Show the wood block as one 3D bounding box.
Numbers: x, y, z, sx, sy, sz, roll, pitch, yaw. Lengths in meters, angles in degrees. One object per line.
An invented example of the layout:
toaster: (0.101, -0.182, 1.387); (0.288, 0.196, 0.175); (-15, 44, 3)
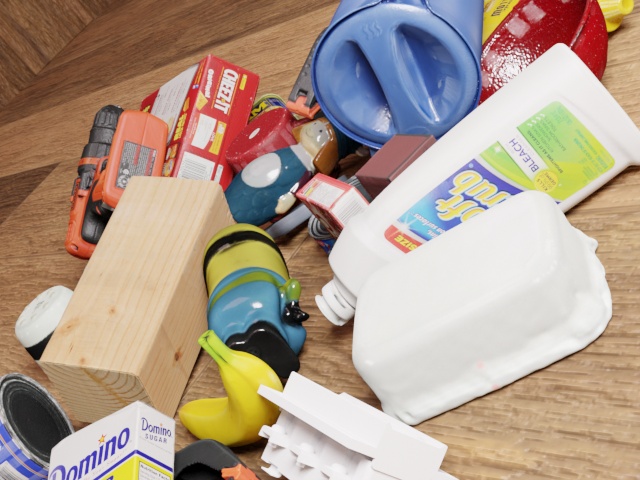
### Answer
wood block: (-0.148, 0.050, 0.925); (0.090, 0.091, 0.206); (5, 51, 18)

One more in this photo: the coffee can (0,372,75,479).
coffee can: (-0.301, 0.198, 0.946); (0.140, 0.102, 0.103); (-36, 24, 10)

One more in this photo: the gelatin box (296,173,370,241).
gelatin box: (0.028, -0.008, 0.833); (0.030, 0.089, 0.073); (-44, 23, -7)

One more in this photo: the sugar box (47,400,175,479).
sugar box: (-0.145, 0.204, 0.714); (0.093, 0.048, 0.176); (-30, 45, 24)

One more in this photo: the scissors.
scissors: (-0.057, 0.001, 1.008); (0.202, 0.016, 0.096); (-35, 3, 12)

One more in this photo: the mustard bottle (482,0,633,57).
mustard bottle: (0.200, -0.197, 0.950); (0.096, 0.058, 0.192); (-50, 26, -19)

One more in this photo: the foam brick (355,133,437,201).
foam brick: (0.077, -0.038, 0.829); (0.053, 0.078, 0.051); (-45, 23, -17)

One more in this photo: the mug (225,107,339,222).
mug: (-0.032, -0.083, 1.065); (0.117, 0.081, 0.093); (-26, 27, 29)

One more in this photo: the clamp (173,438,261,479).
clamp: (-0.111, 0.177, 0.773); (0.172, 0.039, 0.120); (-23, 43, 27)

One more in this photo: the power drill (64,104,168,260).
power drill: (-0.220, -0.079, 1.152); (0.188, 0.057, 0.184); (-22, 58, 63)

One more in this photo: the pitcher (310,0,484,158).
pitcher: (0.078, -0.185, 0.918); (0.149, 0.145, 0.242); (-32, 25, 33)

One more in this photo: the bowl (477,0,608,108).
bowl: (0.175, -0.133, 0.849); (0.162, 0.055, 0.162); (-49, 19, 23)

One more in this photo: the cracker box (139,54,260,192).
cracker box: (-0.156, -0.096, 1.187); (0.214, 0.072, 0.164); (-14, 59, 62)

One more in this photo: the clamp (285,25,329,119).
clamp: (0.035, -0.197, 1.050); (0.036, 0.164, 0.209); (21, 47, 28)

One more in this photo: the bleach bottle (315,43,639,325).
bleach bottle: (0.103, -0.021, 0.758); (0.251, 0.102, 0.068); (-41, 18, 15)

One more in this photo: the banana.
banana: (-0.062, 0.114, 0.754); (0.037, 0.070, 0.198); (-41, -10, -26)

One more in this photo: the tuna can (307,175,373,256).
tuna can: (0.033, -0.021, 0.919); (0.086, 0.033, 0.086); (-33, 24, 17)
